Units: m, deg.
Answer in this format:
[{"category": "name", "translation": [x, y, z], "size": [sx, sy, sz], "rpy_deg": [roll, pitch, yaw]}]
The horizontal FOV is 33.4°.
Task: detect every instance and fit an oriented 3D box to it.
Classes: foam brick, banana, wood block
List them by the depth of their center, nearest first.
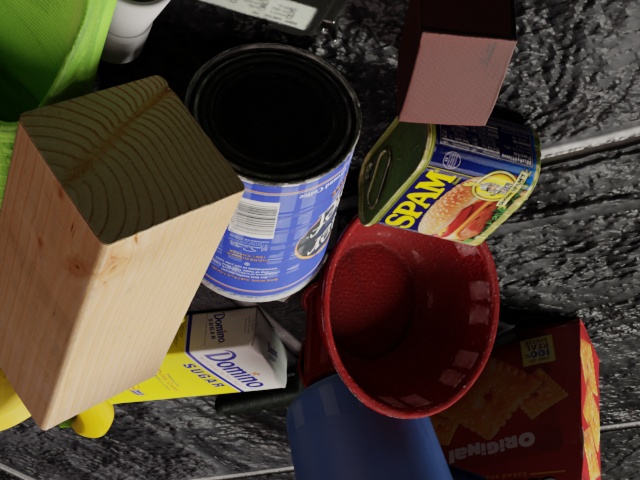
[{"category": "foam brick", "translation": [0.074, -0.107, 0.593], "size": [0.053, 0.051, 0.078], "rpy_deg": [4, 149, -5]}, {"category": "wood block", "translation": [-0.131, 0.014, 0.625], "size": [0.090, 0.090, 0.206], "rpy_deg": [-24, 157, -36]}, {"category": "banana", "translation": [-0.246, 0.162, 1.078], "size": [0.069, 0.037, 0.198], "rpy_deg": [3, 149, -3]}]

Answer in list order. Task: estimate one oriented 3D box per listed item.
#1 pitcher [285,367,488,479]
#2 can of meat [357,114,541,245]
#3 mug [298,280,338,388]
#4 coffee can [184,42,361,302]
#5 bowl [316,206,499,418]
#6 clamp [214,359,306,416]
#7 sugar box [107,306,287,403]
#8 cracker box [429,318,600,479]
[{"category": "pitcher", "translation": [0.061, 0.217, 0.775], "size": [0.145, 0.243, 0.149], "rpy_deg": [-37, 141, 28]}, {"category": "can of meat", "translation": [0.083, -0.043, 0.695], "size": [0.083, 0.057, 0.102], "rpy_deg": [12, 147, -19]}, {"category": "mug", "translation": [0.020, 0.090, 0.893], "size": [0.093, 0.081, 0.117], "rpy_deg": [26, 142, -33]}, {"category": "coffee can", "translation": [-0.036, -0.039, 0.666], "size": [0.102, 0.103, 0.140], "rpy_deg": [6, 149, -5]}, {"category": "bowl", "translation": [0.053, 0.045, 0.770], "size": [0.161, 0.162, 0.055], "rpy_deg": [25, 165, -32]}, {"category": "clamp", "translation": [-0.002, 0.140, 1.021], "size": [0.164, 0.036, 0.210], "rpy_deg": [12, 146, -16]}, {"category": "sugar box", "translation": [-0.127, 0.107, 0.969], "size": [0.176, 0.048, 0.093], "rpy_deg": [-5, 148, 16]}, {"category": "cracker box", "translation": [0.147, 0.176, 0.896], "size": [0.164, 0.213, 0.072], "rpy_deg": [-12, 131, 25]}]
